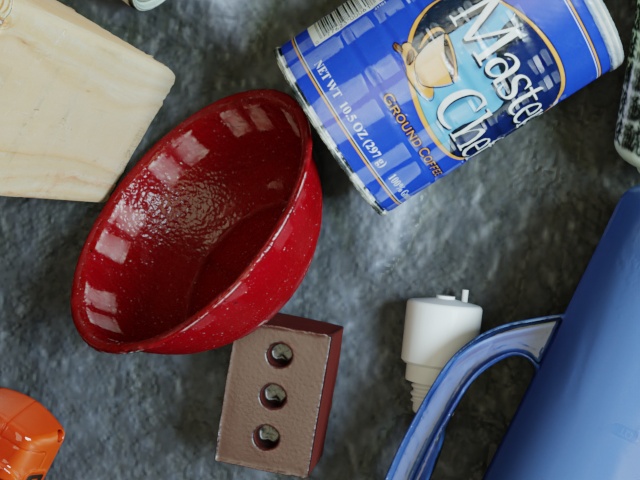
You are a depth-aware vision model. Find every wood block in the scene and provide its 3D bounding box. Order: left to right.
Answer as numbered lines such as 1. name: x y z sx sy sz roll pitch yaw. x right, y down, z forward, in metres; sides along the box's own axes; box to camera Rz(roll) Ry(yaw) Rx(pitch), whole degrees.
1. wood block: -0.158 -0.080 0.520 0.091 0.206 0.090 31 95 9

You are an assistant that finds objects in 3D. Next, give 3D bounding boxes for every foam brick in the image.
1. foam brick: -0.021 0.081 0.576 0.053 0.051 0.078 9 92 9

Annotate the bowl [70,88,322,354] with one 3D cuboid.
1. bowl: -0.054 0.001 0.554 0.162 0.162 0.055 -42 125 8

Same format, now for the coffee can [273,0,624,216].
1. coffee can: 0.063 -0.092 0.533 0.140 0.102 0.103 -33 85 9
